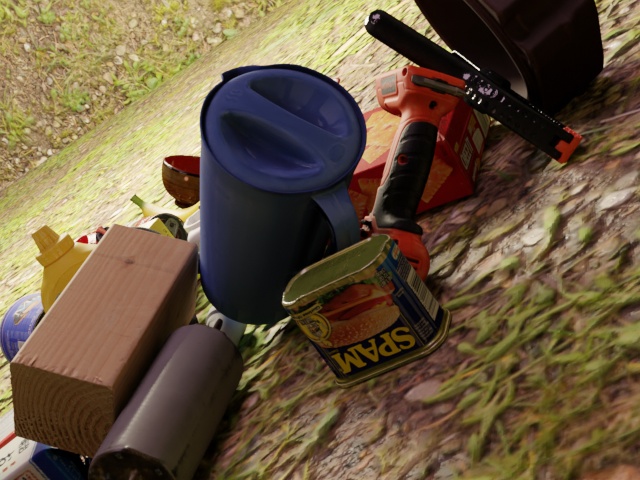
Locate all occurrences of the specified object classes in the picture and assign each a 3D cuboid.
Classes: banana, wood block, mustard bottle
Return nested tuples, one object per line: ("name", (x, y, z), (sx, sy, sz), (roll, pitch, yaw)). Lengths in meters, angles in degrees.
("banana", (-0.189, -0.036, 1.472), (0.198, 0.069, 0.037), (-2, 51, 44))
("wood block", (-0.185, 0.084, 0.946), (0.091, 0.090, 0.206), (14, 36, 8))
("mustard bottle", (-0.226, 0.062, 1.084), (0.096, 0.191, 0.058), (-38, 18, -7))

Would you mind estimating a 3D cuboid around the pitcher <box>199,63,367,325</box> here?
("pitcher", (-0.040, -0.020, 0.925), (0.243, 0.145, 0.149), (104, 179, -55))

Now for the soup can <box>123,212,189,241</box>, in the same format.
("soup can", (-0.231, 0.001, 1.455), (0.068, 0.068, 0.102), (-46, 19, -27))

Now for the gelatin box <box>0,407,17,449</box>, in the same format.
("gelatin box", (-0.319, 0.200, 1.177), (0.073, 0.030, 0.089), (-38, 17, -2))

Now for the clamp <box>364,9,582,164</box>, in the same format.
("clamp", (0.151, -0.136, 0.969), (0.036, 0.210, 0.164), (-58, -25, 16))

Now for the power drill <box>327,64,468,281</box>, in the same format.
("power drill", (0.060, -0.050, 0.918), (0.185, 0.057, 0.187), (-172, 94, -73))

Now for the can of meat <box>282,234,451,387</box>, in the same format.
("can of meat", (0.033, 0.052, 0.806), (0.102, 0.084, 0.057), (-26, 20, 29))

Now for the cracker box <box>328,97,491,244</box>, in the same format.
("cracker box", (0.055, -0.078, 1.077), (0.214, 0.072, 0.164), (-18, 24, 26))

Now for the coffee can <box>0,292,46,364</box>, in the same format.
("coffee can", (-0.311, 0.113, 1.261), (0.102, 0.102, 0.141), (-45, 20, -25))
